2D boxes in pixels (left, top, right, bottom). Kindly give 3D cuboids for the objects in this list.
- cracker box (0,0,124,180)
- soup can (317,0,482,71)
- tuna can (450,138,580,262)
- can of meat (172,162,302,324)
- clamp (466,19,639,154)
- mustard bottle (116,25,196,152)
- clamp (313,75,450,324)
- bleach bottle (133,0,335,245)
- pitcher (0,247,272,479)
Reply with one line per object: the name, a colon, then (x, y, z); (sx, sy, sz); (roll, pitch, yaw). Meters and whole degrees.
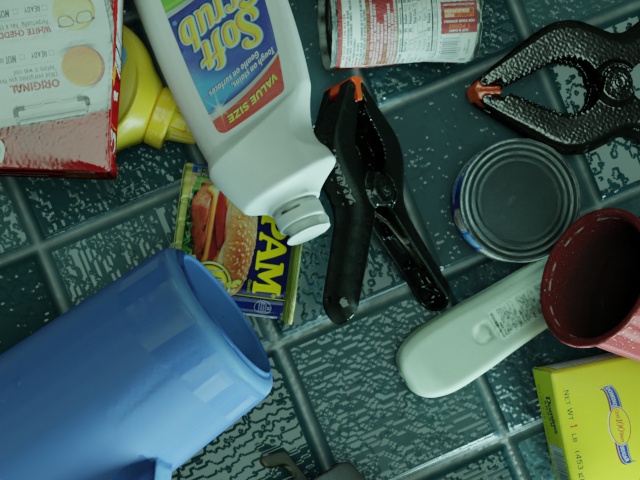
cracker box: (-0.200, -0.146, 0.638); (0.164, 0.072, 0.214); (2, 88, -5)
soup can: (0.053, -0.152, 0.726); (0.102, 0.068, 0.068); (-4, 88, -7)
tuna can: (0.136, -0.027, 0.748); (0.086, 0.034, 0.086); (0, 88, -6)
can of meat: (-0.055, 0.001, 0.716); (0.084, 0.057, 0.102); (7, 87, -4)
clamp: (0.210, -0.120, 0.758); (0.210, 0.036, 0.164); (3, 88, -6)
mustard bottle: (-0.169, -0.107, 0.705); (0.191, 0.058, 0.096); (21, 86, -5)
clamp: (0.026, -0.024, 0.710); (0.039, 0.120, 0.171); (-22, 86, 34)
bleach bottle: (-0.050, -0.118, 0.685); (0.102, 0.068, 0.251); (-23, 76, -6)
pitcher: (-0.148, 0.122, 0.637); (0.243, 0.145, 0.149); (-36, 100, 4)
